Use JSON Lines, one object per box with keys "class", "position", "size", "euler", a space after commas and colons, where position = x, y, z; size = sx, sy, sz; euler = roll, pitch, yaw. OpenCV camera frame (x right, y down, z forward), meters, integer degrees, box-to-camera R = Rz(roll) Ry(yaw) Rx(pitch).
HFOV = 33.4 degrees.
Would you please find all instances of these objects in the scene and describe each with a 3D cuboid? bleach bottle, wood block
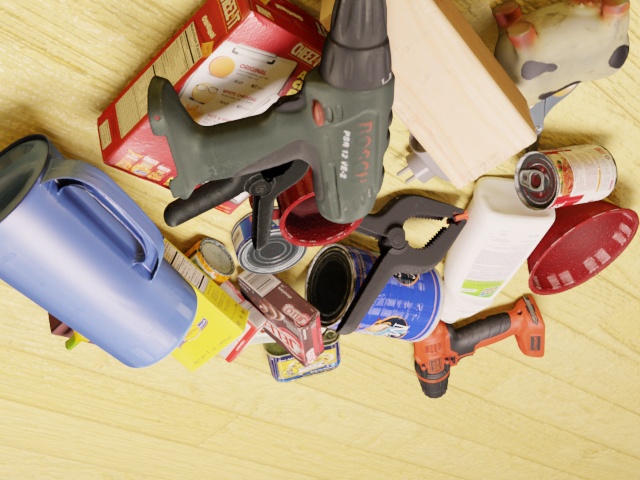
{"class": "bleach bottle", "position": [0.198, 0.025, 1.343], "size": [0.102, 0.068, 0.251], "euler": [6, 142, -15]}
{"class": "wood block", "position": [0.099, -0.161, 0.966], "size": [0.090, 0.091, 0.206], "euler": [-33, 114, 21]}

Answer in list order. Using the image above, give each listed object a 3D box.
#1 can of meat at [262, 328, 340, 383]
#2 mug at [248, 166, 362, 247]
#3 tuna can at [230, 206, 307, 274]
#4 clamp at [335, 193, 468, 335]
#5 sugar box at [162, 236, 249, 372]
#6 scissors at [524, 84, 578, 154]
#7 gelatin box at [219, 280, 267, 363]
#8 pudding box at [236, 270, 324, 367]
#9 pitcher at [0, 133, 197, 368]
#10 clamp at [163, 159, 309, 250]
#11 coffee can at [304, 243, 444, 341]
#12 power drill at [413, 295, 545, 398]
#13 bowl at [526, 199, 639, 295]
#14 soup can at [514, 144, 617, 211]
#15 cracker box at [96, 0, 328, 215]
{"class": "can of meat", "position": [-0.023, 0.140, 1.405], "size": [0.102, 0.057, 0.084], "euler": [-13, 146, -5]}
{"class": "mug", "position": [-0.019, -0.051, 1.136], "size": [0.117, 0.081, 0.093], "euler": [-10, 143, -10]}
{"class": "tuna can", "position": [-0.058, 0.002, 1.228], "size": [0.086, 0.034, 0.086], "euler": [-11, 143, -9]}
{"class": "clamp", "position": [0.080, 0.012, 1.228], "size": [0.209, 0.164, 0.036], "euler": [-11, 177, -22]}
{"class": "sugar box", "position": [-0.173, 0.059, 1.181], "size": [0.176, 0.048, 0.093], "euler": [41, 118, -18]}
{"class": "scissors", "position": [0.255, -0.141, 1.188], "size": [0.096, 0.016, 0.201], "euler": [-24, 144, 8]}
{"class": "gelatin box", "position": [-0.117, 0.092, 1.282], "size": [0.073, 0.089, 0.030], "euler": [-51, 172, 36]}
{"class": "pudding box", "position": [-0.047, 0.088, 1.281], "size": [0.039, 0.114, 0.090], "euler": [-37, 148, -22]}
{"class": "pitcher", "position": [-0.225, 0.017, 1.041], "size": [0.145, 0.149, 0.242], "euler": [-47, 124, -4]}
{"class": "clamp", "position": [-0.072, -0.059, 1.019], "size": [0.120, 0.039, 0.172], "euler": [4, 132, -36]}
{"class": "coffee can", "position": [0.066, 0.065, 1.304], "size": [0.140, 0.103, 0.103], "euler": [12, 135, -34]}
{"class": "power drill", "position": [0.224, 0.155, 1.525], "size": [0.187, 0.057, 0.184], "euler": [-16, 144, -2]}
{"class": "bowl", "position": [0.319, -0.002, 1.347], "size": [0.162, 0.055, 0.162], "euler": [-22, 147, -15]}
{"class": "soup can", "position": [0.282, -0.074, 1.226], "size": [0.102, 0.068, 0.069], "euler": [-10, 145, -34]}
{"class": "cracker box", "position": [-0.083, -0.132, 1.013], "size": [0.214, 0.072, 0.164], "euler": [-40, 139, 26]}
